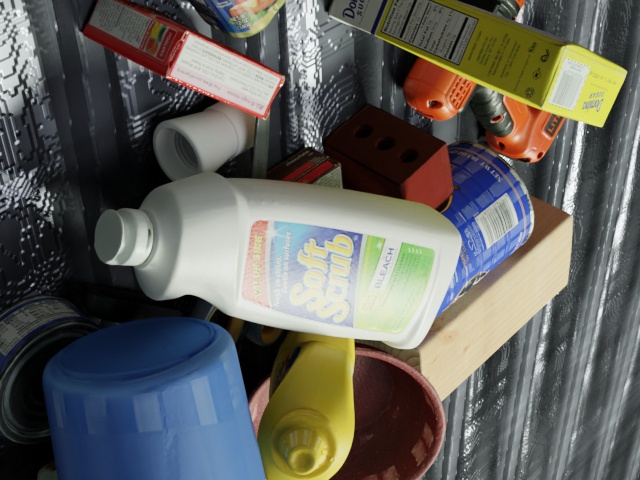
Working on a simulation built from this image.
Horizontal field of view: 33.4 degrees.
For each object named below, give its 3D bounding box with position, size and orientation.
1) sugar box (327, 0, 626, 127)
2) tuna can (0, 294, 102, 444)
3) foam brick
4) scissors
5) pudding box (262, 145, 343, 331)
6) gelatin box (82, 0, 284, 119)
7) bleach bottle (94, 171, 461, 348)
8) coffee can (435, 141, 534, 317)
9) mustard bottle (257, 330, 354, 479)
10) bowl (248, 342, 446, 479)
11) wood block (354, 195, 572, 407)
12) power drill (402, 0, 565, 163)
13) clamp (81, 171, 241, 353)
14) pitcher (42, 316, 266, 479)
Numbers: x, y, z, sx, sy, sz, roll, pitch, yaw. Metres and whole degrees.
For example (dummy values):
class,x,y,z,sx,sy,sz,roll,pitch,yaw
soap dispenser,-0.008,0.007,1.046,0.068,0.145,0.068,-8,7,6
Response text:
class,x,y,z,sx,sy,sz,roll,pitch,yaw
sugar box,0.099,-0.128,0.696,0.093,0.176,0.048,5,108,-52
tuna can,-0.168,0.078,0.640,0.086,0.034,0.086,-31,137,-35
foam brick,0.050,-0.053,0.777,0.053,0.078,0.051,-41,143,-24
scissors,-0.054,0.001,0.675,0.096,0.016,0.202,-38,140,-31
pudding box,-0.024,0.002,0.761,0.089,0.039,0.113,-35,137,-30
gelatin box,-0.073,-0.102,0.589,0.089,0.073,0.030,15,103,-54
bleach bottle,-0.025,0.014,0.653,0.250,0.068,0.103,5,114,-43
coffee can,0.085,-0.001,0.838,0.140,0.103,0.103,-36,139,-30
mustard bottle,-0.008,0.111,0.699,0.191,0.058,0.096,-84,-167,-81
bowl,0.017,0.137,0.855,0.162,0.055,0.162,-1,121,-2
wood block,0.121,0.046,0.930,0.205,0.091,0.090,-38,140,-29
power drill,0.153,-0.155,0.853,0.184,0.057,0.187,-59,144,0
clamp,-0.095,0.047,0.703,0.120,0.039,0.171,-37,139,-27
pitcher,-0.082,0.170,0.631,0.144,0.149,0.243,-15,106,-24
